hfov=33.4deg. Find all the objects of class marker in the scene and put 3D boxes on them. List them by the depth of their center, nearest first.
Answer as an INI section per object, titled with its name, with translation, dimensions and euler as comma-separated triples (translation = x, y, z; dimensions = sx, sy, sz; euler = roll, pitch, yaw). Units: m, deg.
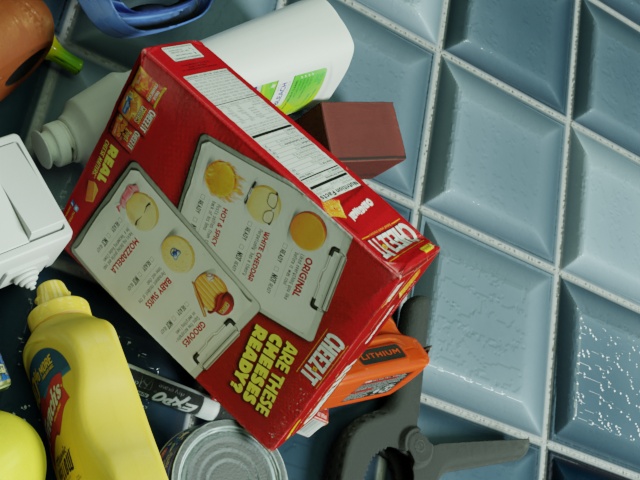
[marker]
translation = -0.102, 0.109, 0.751
dimensions = 0.121, 0.020, 0.020
euler = 25, 61, -24

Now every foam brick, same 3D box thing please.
[foam brick]
translation = 0.021, -0.081, 0.880
dimensions = 0.078, 0.053, 0.051
euler = -5, 77, -36

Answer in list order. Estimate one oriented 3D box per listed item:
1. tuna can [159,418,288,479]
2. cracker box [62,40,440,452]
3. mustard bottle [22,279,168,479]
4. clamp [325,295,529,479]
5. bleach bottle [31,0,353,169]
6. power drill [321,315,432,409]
[tuna can]
translation = -0.064, 0.158, 0.685
dimensions = 0.086, 0.034, 0.086
euler = 12, 66, -28
[cracker box]
translation = -0.054, 0.001, 0.686
dimensions = 0.214, 0.164, 0.072
euler = 42, 32, 13
[mustard bottle]
translation = -0.145, 0.108, 0.669
dimensions = 0.058, 0.096, 0.192
euler = -7, 58, -30
[clamp]
translation = 0.064, 0.151, 0.835
dimensions = 0.209, 0.036, 0.164
euler = -33, 93, -36
[bleach bottle]
translation = -0.096, -0.105, 0.794
dimensions = 0.250, 0.103, 0.068
euler = -26, 77, -30
[power drill]
translation = -0.011, 0.029, 0.789
dimensions = 0.184, 0.057, 0.188
euler = -5, 62, -39
